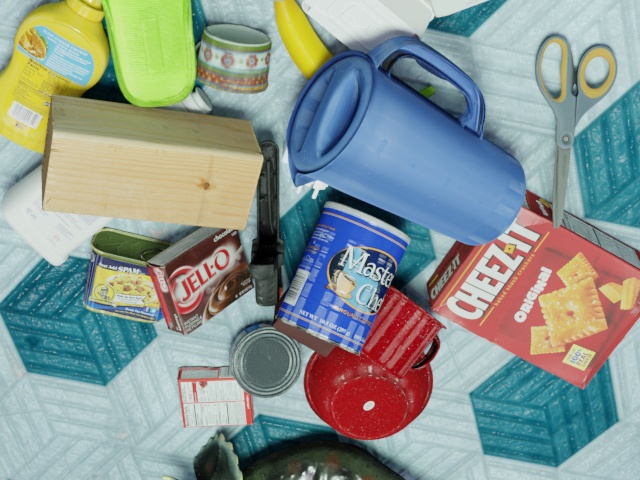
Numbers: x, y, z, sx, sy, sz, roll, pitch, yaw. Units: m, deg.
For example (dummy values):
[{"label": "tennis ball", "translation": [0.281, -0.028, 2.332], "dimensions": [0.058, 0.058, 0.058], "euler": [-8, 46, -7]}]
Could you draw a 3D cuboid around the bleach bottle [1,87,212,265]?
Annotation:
[{"label": "bleach bottle", "translation": [-0.222, -0.079, 1.164], "dimensions": [0.251, 0.068, 0.102], "euler": [-33, 123, 12]}]

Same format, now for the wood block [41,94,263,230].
[{"label": "wood block", "translation": [-0.174, -0.078, 1.084], "dimensions": [0.205, 0.090, 0.091], "euler": [6, 121, -19]}]

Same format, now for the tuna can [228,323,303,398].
[{"label": "tuna can", "translation": [-0.066, 0.142, 1.272], "dimensions": [0.086, 0.034, 0.086], "euler": [-1, 96, -14]}]

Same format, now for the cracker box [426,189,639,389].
[{"label": "cracker box", "translation": [0.255, 0.052, 1.217], "dimensions": [0.213, 0.072, 0.164], "euler": [27, 113, -12]}]

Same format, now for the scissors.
[{"label": "scissors", "translation": [0.277, -0.119, 1.133], "dimensions": [0.096, 0.016, 0.202], "euler": [-13, 100, -3]}]

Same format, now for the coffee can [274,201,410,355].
[{"label": "coffee can", "translation": [0.025, 0.041, 1.168], "dimensions": [0.102, 0.103, 0.140], "euler": [25, 85, -11]}]

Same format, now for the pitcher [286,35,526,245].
[{"label": "pitcher", "translation": [0.100, -0.092, 1.089], "dimensions": [0.242, 0.145, 0.149], "euler": [24, 158, -32]}]

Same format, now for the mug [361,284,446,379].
[{"label": "mug", "translation": [0.091, 0.110, 1.228], "dimensions": [0.117, 0.093, 0.081], "euler": [38, 89, -36]}]

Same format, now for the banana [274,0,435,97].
[{"label": "banana", "translation": [0.022, -0.182, 1.125], "dimensions": [0.197, 0.037, 0.069], "euler": [30, 92, -15]}]

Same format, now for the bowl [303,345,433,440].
[{"label": "bowl", "translation": [0.059, 0.188, 1.298], "dimensions": [0.162, 0.055, 0.162], "euler": [0, 116, 1]}]

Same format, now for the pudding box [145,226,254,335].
[{"label": "pudding box", "translation": [-0.134, 0.039, 1.199], "dimensions": [0.039, 0.113, 0.090], "euler": [12, 127, 41]}]

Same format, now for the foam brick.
[{"label": "foam brick", "translation": [-0.010, 0.089, 1.251], "dimensions": [0.078, 0.051, 0.053], "euler": [30, 114, -14]}]

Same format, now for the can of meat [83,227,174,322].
[{"label": "can of meat", "translation": [-0.218, 0.042, 1.228], "dimensions": [0.102, 0.057, 0.084], "euler": [13, 118, -6]}]

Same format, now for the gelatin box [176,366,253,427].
[{"label": "gelatin box", "translation": [-0.129, 0.192, 1.318], "dimensions": [0.089, 0.030, 0.073], "euler": [-2, 118, 1]}]

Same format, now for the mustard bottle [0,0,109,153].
[{"label": "mustard bottle", "translation": [-0.275, -0.188, 1.111], "dimensions": [0.096, 0.058, 0.192], "euler": [30, 114, -15]}]

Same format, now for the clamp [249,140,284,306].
[{"label": "clamp", "translation": [-0.058, 0.001, 1.173], "dimensions": [0.036, 0.164, 0.210], "euler": [2, 155, 1]}]
